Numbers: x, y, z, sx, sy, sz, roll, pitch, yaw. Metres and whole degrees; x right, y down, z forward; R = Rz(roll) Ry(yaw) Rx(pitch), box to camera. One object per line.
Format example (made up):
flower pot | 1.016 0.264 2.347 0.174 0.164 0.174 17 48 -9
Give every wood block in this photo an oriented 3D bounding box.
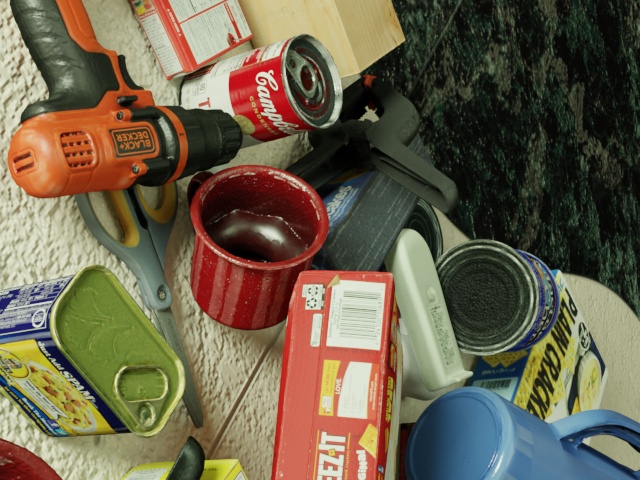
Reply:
wood block | -0.021 -0.234 0.855 0.090 0.090 0.206 -43 116 -50

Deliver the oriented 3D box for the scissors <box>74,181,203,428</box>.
scissors | -0.105 0.021 0.734 0.096 0.016 0.201 -51 122 -47

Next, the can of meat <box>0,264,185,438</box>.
can of meat | -0.141 0.068 0.612 0.102 0.084 0.057 57 41 -28

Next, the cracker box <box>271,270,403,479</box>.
cracker box | 0.018 0.132 0.755 0.213 0.072 0.164 75 20 -68

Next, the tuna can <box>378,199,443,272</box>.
tuna can | 0.078 -0.001 0.980 0.086 0.034 0.086 19 66 -51

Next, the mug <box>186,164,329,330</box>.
mug | -0.055 0.001 0.742 0.093 0.117 0.082 -31 153 -33

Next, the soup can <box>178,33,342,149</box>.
soup can | -0.045 -0.104 0.776 0.068 0.102 0.068 19 66 -51

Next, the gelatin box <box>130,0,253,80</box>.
gelatin box | -0.095 -0.168 0.786 0.089 0.030 0.073 -43 115 -50

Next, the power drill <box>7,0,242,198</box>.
power drill | -0.134 -0.124 0.679 0.184 0.057 0.187 -16 88 -54

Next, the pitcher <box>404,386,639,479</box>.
pitcher | 0.192 0.211 0.921 0.242 0.145 0.149 35 62 -36

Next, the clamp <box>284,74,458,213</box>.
clamp | 0.041 -0.076 0.866 0.209 0.165 0.036 -67 152 -51

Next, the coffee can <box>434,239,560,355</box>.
coffee can | 0.163 0.055 0.994 0.140 0.103 0.103 12 71 -70
